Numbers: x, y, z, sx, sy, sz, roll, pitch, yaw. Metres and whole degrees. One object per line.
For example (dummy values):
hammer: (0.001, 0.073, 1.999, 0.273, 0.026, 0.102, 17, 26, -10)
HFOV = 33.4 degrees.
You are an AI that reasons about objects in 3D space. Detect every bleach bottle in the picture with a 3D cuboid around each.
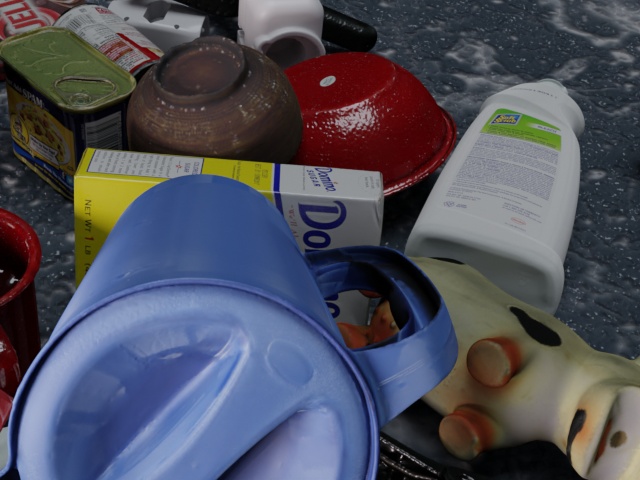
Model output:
bleach bottle: (0.140, -0.043, 0.740, 0.103, 0.068, 0.250, 19, 40, 14)

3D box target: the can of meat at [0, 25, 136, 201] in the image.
can of meat: (-0.171, -0.084, 0.725, 0.057, 0.084, 0.102, -29, 52, -35)

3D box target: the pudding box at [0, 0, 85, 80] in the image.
pudding box: (-0.237, -0.178, 0.860, 0.089, 0.039, 0.114, -16, 45, -24)

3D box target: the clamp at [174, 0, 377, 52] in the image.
clamp: (-0.061, -0.207, 0.885, 0.209, 0.036, 0.165, -6, 40, -44)

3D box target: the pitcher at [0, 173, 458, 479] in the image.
pitcher: (-0.045, 0.043, 0.488, 0.149, 0.145, 0.243, 23, 13, -11)

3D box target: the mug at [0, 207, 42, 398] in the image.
mug: (-0.189, 0.046, 0.574, 0.093, 0.081, 0.117, -24, 49, -31)

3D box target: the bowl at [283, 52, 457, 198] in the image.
bowl: (0.011, -0.087, 0.743, 0.162, 0.055, 0.162, -9, 33, 6)

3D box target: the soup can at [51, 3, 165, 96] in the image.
soup can: (-0.151, -0.124, 0.788, 0.068, 0.068, 0.102, -26, 50, -32)

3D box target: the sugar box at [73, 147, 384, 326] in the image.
sugar box: (-0.054, 0.001, 0.633, 0.176, 0.093, 0.048, 5, 29, -1)
